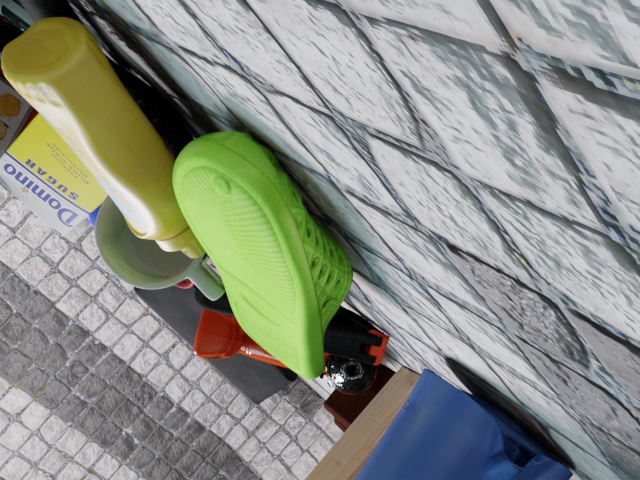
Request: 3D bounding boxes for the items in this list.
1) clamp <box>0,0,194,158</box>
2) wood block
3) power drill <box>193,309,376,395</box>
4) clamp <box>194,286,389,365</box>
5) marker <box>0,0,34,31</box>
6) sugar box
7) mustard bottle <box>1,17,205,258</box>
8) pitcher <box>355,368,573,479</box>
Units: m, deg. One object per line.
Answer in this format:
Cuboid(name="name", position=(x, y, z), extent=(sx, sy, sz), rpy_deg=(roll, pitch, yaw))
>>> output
Cuboid(name="clamp", position=(-0.174, -0.117, 0.791), extent=(0.209, 0.036, 0.165), rpy_deg=(43, 158, -30))
Cuboid(name="wood block", position=(0.054, 0.231, 1.008), extent=(0.090, 0.206, 0.090), rpy_deg=(43, 173, -14))
Cuboid(name="power drill", position=(-0.033, 0.117, 1.105), extent=(0.187, 0.057, 0.184), rpy_deg=(15, 173, 3))
Cuboid(name="clamp", position=(-0.025, 0.066, 0.948), extent=(0.172, 0.039, 0.120), rpy_deg=(23, -159, 25))
Cuboid(name="marker", position=(-0.238, -0.178, 0.902), extent=(0.121, 0.020, 0.020), rpy_deg=(37, 171, 31))
Cuboid(name="sugar box", position=(-0.211, -0.074, 0.920), extent=(0.093, 0.048, 0.177), rpy_deg=(45, 136, -11))
Cuboid(name="mustard bottle", position=(-0.130, -0.057, 0.714), extent=(0.096, 0.058, 0.191), rpy_deg=(31, 160, 51))
Cuboid(name="pitcher", position=(0.065, 0.227, 0.802), extent=(0.145, 0.243, 0.149), rpy_deg=(33, 176, 39))
